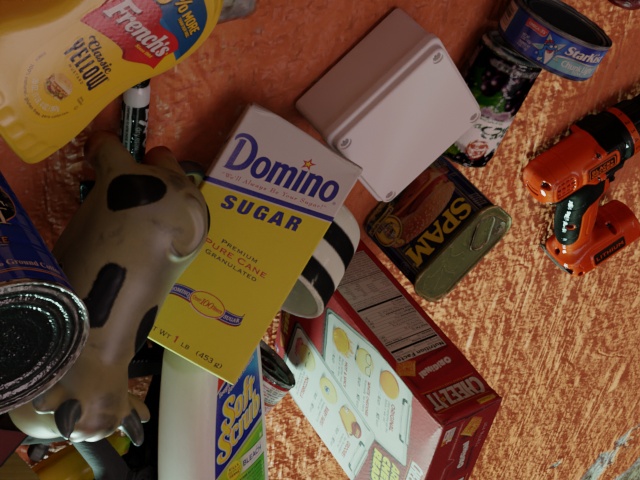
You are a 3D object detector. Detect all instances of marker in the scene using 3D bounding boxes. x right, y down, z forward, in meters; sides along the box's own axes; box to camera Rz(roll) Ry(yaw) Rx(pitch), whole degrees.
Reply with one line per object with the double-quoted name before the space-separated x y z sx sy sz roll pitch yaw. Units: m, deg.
"marker" -0.122 -0.077 0.697 0.020 0.020 0.121 -17 139 -31

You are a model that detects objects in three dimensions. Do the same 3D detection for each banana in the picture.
"banana" -0.239 0.222 0.902 0.197 0.037 0.069 -35 143 -9

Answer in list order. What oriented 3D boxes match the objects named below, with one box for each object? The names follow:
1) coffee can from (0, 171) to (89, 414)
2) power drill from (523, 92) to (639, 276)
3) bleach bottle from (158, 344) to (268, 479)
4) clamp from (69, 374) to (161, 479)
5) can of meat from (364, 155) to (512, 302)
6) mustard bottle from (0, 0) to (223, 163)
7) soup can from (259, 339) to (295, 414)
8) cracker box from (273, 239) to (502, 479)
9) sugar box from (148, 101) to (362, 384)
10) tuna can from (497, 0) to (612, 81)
"coffee can" -0.208 0.017 0.610 0.102 0.140 0.103 -25 143 -21
"power drill" 0.289 -0.059 1.082 0.184 0.057 0.187 -30 142 -9
"bleach bottle" -0.088 0.118 0.830 0.102 0.068 0.251 -33 131 -49
"clamp" -0.161 0.185 0.857 0.120 0.039 0.171 -4 98 -44
"can of meat" 0.099 -0.013 0.923 0.102 0.084 0.057 -47 145 9
"mustard bottle" -0.114 -0.131 0.608 0.191 0.058 0.096 -36 141 -7
"soup can" -0.080 0.138 0.934 0.102 0.069 0.068 -47 145 10
"cracker box" 0.046 0.119 0.903 0.072 0.214 0.164 -19 140 -29
"sugar box" -0.055 0.001 0.744 0.093 0.048 0.176 30 92 -10
"tuna can" 0.183 -0.161 0.836 0.085 0.086 0.034 -2 132 -43
